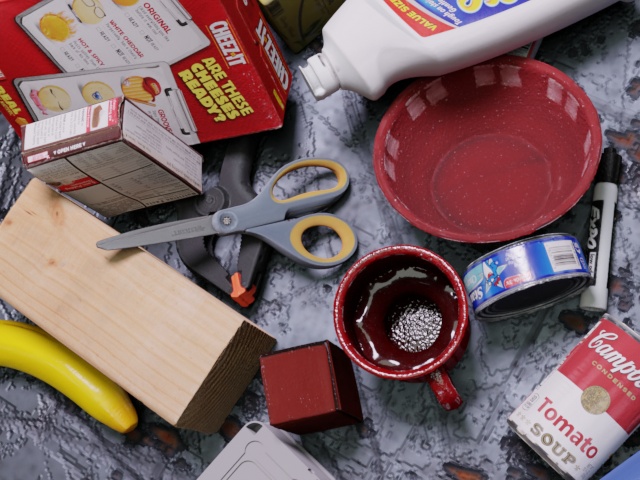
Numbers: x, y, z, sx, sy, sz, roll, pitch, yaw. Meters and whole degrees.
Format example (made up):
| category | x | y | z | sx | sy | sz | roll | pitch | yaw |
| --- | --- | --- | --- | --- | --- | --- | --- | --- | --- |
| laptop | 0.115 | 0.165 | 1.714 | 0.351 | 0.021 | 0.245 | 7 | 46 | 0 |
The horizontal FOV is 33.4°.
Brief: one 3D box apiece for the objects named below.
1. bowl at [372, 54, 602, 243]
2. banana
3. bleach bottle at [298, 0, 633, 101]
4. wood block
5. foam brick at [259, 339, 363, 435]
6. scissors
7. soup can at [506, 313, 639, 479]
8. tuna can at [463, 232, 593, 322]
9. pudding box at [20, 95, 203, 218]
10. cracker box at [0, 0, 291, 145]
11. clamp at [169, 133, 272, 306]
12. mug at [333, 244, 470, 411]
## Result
| category | x | y | z | sx | sy | sz | roll | pitch | yaw |
| --- | --- | --- | --- | --- | --- | --- | --- | --- | --- |
| bowl | 0.122 | -0.056 | 0.775 | 0.162 | 0.055 | 0.162 | -7 | 59 | 11 |
| banana | -0.227 | 0.100 | 0.843 | 0.198 | 0.037 | 0.070 | 8 | 105 | 23 |
| bleach bottle | 0.105 | -0.166 | 0.772 | 0.251 | 0.068 | 0.102 | -29 | 75 | 0 |
| wood block | -0.149 | 0.050 | 0.810 | 0.206 | 0.090 | 0.090 | 32 | 86 | 19 |
| foam brick | -0.006 | 0.107 | 0.767 | 0.051 | 0.078 | 0.053 | -14 | 71 | 11 |
| scissors | -0.055 | 0.001 | 0.792 | 0.201 | 0.016 | 0.096 | -28 | 85 | -24 |
| soup can | 0.184 | 0.109 | 0.724 | 0.102 | 0.068 | 0.068 | -47 | 71 | 0 |
| tuna can | 0.144 | 0.026 | 0.745 | 0.086 | 0.086 | 0.034 | -19 | 71 | 9 |
| pudding box | -0.153 | -0.059 | 0.793 | 0.090 | 0.113 | 0.039 | -14 | 68 | 21 |
| cracker box | -0.150 | -0.145 | 0.803 | 0.214 | 0.164 | 0.072 | -10 | 45 | 20 |
| clamp | -0.075 | -0.034 | 0.840 | 0.120 | 0.039 | 0.171 | -33 | 68 | 10 |
| mug | 0.068 | 0.067 | 0.755 | 0.093 | 0.081 | 0.117 | -32 | 71 | 4 |
